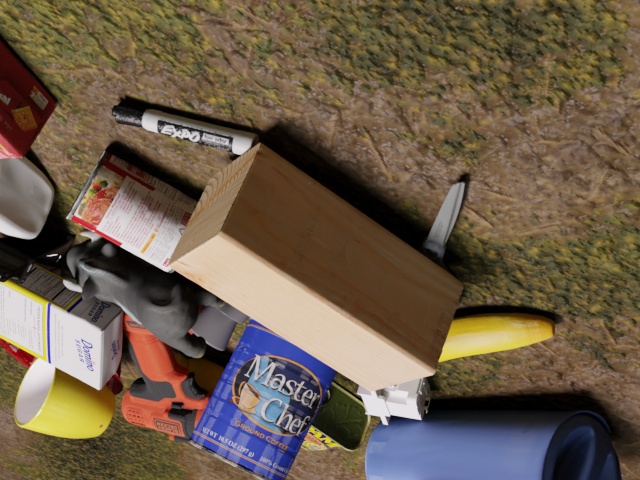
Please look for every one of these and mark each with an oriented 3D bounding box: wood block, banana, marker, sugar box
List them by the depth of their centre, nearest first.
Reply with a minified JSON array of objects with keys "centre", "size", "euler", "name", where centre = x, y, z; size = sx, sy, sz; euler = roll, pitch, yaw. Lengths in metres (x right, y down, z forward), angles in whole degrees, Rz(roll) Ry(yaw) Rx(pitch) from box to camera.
[{"centre":[-0.108,-0.088,0.836],"size":[0.121,0.020,0.020],"euler":[15,149,13],"name":"marker"},{"centre":[-0.001,0.026,0.841],"size":[0.206,0.090,0.091],"euler":[34,150,-20],"name":"wood block"},{"centre":[0.122,0.091,0.959],"size":[0.069,0.037,0.198],"euler":[3,164,-30],"name":"banana"},{"centre":[-0.286,0.075,1.096],"size":[0.176,0.048,0.093],"euler":[24,133,12],"name":"sugar box"}]

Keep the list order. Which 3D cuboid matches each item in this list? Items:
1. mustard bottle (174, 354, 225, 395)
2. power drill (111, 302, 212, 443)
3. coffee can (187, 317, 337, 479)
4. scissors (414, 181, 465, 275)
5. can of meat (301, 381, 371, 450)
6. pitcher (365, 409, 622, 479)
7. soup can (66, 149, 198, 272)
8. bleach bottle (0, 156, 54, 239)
[{"centre":[-0.113,0.186,1.241],"size":[0.191,0.058,0.096],"euler":[34,147,-19],"name":"mustard bottle"},{"centre":[-0.142,0.138,1.127],"size":[0.185,0.057,0.187],"euler":[6,125,22],"name":"power drill"},{"centre":[-0.052,0.155,1.044],"size":[0.103,0.140,0.103],"euler":[26,169,5],"name":"coffee can"},{"centre":[0.074,0.005,0.869],"size":[0.096,0.016,0.202],"euler":[12,148,17],"name":"scissors"},{"centre":[-0.010,0.192,1.184],"size":[0.102,0.057,0.084],"euler":[37,150,-22],"name":"can of meat"},{"centre":[0.155,0.231,1.047],"size":[0.149,0.145,0.243],"euler":[29,157,-38],"name":"pitcher"},{"centre":[-0.158,-0.024,0.924],"size":[0.102,0.068,0.069],"euler":[30,149,-13],"name":"soup can"},{"centre":[-0.383,-0.061,1.013],"size":[0.251,0.068,0.102],"euler":[11,162,22],"name":"bleach bottle"}]
